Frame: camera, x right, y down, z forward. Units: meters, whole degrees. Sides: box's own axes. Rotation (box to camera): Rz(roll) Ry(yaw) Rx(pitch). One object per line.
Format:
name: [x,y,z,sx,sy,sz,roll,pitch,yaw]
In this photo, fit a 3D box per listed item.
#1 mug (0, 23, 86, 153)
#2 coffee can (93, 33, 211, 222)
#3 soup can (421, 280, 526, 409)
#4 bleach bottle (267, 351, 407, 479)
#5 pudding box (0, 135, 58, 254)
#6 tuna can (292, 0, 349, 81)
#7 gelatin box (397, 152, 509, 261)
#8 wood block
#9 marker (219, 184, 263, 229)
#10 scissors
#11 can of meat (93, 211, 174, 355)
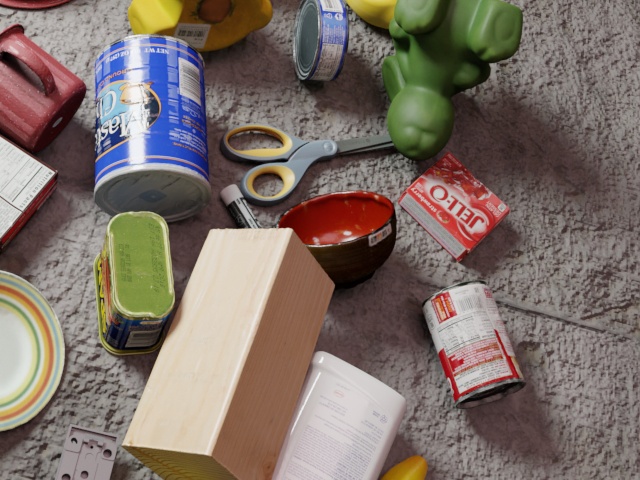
mug: [-0.261,-0.137,0.947,0.081,0.117,0.093,38,62,-3]
coffee can: [-0.153,-0.100,0.968,0.102,0.103,0.140,3,64,-17]
soup can: [0.140,0.096,0.987,0.068,0.069,0.102,-9,67,-22]
bleach bottle: [-0.022,0.221,0.877,0.102,0.068,0.250,29,62,2]
pudding box: [-0.301,-0.051,0.934,0.113,0.039,0.090,34,59,-2]
tuna can: [0.000,-0.204,1.080,0.033,0.086,0.086,2,64,-19]
gelatin box: [0.134,-0.034,1.071,0.089,0.030,0.073,44,60,7]
wood block: [-0.071,0.099,0.886,0.090,0.090,0.206,-1,55,30]
marker: [-0.057,0.001,0.998,0.020,0.020,0.121,-26,75,-27]
scissors: [0.000,-0.073,1.056,0.201,0.016,0.096,5,65,-16]
can of meat: [-0.158,0.036,0.910,0.057,0.084,0.102,-1,65,-19]
